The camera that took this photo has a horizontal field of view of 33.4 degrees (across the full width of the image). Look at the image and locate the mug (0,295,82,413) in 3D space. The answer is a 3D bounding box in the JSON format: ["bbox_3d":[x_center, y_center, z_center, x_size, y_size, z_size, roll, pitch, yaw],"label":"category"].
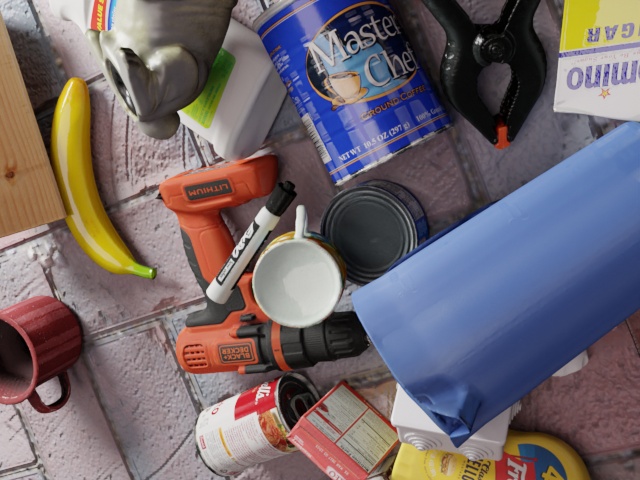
[{"bbox_3d":[-0.281,0.112,1.039,0.093,0.081,0.117,-30,90,29],"label":"mug"}]

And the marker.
[{"bbox_3d":[-0.056,0.001,0.875,0.020,0.020,0.121,39,111,11],"label":"marker"}]

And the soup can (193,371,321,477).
[{"bbox_3d":[-0.055,0.166,0.955,0.102,0.068,0.068,-27,92,30],"label":"soup can"}]

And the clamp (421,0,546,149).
[{"bbox_3d":[0.133,-0.152,0.777,0.120,0.039,0.171,-14,122,12],"label":"clamp"}]

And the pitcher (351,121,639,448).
[{"bbox_3d":[0.150,0.021,0.761,0.243,0.145,0.149,-36,74,7],"label":"pitcher"}]

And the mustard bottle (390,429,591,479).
[{"bbox_3d":[0.158,0.199,0.866,0.192,0.058,0.096,20,92,18],"label":"mustard bottle"}]

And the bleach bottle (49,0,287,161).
[{"bbox_3d":[-0.147,-0.172,0.908,0.251,0.068,0.103,33,110,16],"label":"bleach bottle"}]

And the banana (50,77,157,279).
[{"bbox_3d":[-0.213,-0.049,0.991,0.070,0.037,0.198,-19,97,11],"label":"banana"}]

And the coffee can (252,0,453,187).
[{"bbox_3d":[0.025,-0.126,0.815,0.103,0.102,0.140,-26,92,29],"label":"coffee can"}]

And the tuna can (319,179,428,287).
[{"bbox_3d":[0.045,-0.006,0.878,0.086,0.033,0.086,7,107,24],"label":"tuna can"}]

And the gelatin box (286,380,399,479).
[{"bbox_3d":[0.021,0.167,0.906,0.073,0.089,0.030,41,117,10],"label":"gelatin box"}]

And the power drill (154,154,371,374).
[{"bbox_3d":[-0.055,0.024,0.921,0.185,0.057,0.187,-8,99,21],"label":"power drill"}]

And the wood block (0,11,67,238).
[{"bbox_3d":[-0.314,-0.105,0.973,0.090,0.090,0.206,-2,106,62],"label":"wood block"}]
